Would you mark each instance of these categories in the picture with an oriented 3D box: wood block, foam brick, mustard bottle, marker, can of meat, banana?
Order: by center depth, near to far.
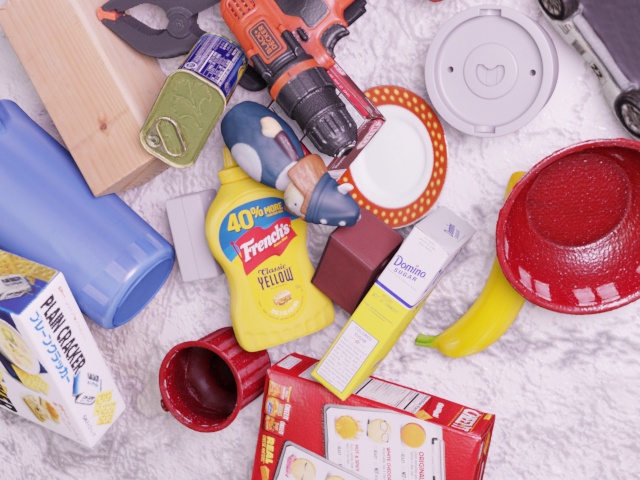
[{"bbox_3d":[0.153,0.036,0.949,0.070,0.037,0.198,34,113,14],"label":"banana"},{"bbox_3d":[-0.113,-0.129,0.974,0.057,0.083,0.102,30,129,-6],"label":"can of meat"},{"bbox_3d":[0.033,0.018,0.975,0.051,0.052,0.078,38,143,14],"label":"foam brick"},{"bbox_3d":[-0.002,-0.180,0.983,0.121,0.020,0.020,-42,83,26],"label":"marker"},{"bbox_3d":[-0.056,0.001,1.008,0.096,0.058,0.191,-18,97,-11],"label":"mustard bottle"},{"bbox_3d":[-0.217,-0.157,1.046,0.091,0.090,0.206,-30,88,26],"label":"wood block"}]

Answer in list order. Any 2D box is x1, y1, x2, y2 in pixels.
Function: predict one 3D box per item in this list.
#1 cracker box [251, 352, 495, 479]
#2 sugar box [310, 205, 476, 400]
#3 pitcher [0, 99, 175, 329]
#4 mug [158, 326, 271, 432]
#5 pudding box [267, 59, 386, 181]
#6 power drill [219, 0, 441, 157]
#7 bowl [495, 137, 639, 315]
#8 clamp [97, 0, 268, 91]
[{"bbox_3d":[0.045,0.216,1.018,0.214,0.072,0.164,15,108,20],"label":"cracker box"},{"bbox_3d":[0.067,0.056,0.961,0.048,0.093,0.176,40,115,9],"label":"sugar box"},{"bbox_3d":[-0.271,-0.017,1.090,0.243,0.149,0.145,39,99,9],"label":"pitcher"},{"bbox_3d":[-0.109,0.139,1.065,0.117,0.081,0.093,-34,86,26],"label":"mug"},{"bbox_3d":[-0.006,-0.103,0.979,0.090,0.039,0.114,52,121,19],"label":"pudding box"},{"bbox_3d":[0.026,-0.187,0.911,0.188,0.057,0.184,-37,76,8],"label":"power drill"},{"bbox_3d":[0.219,-0.020,0.876,0.162,0.055,0.162,-1,119,-2],"label":"bowl"},{"bbox_3d":[-0.122,-0.197,1.005,0.172,0.039,0.120,1,109,15],"label":"clamp"}]
